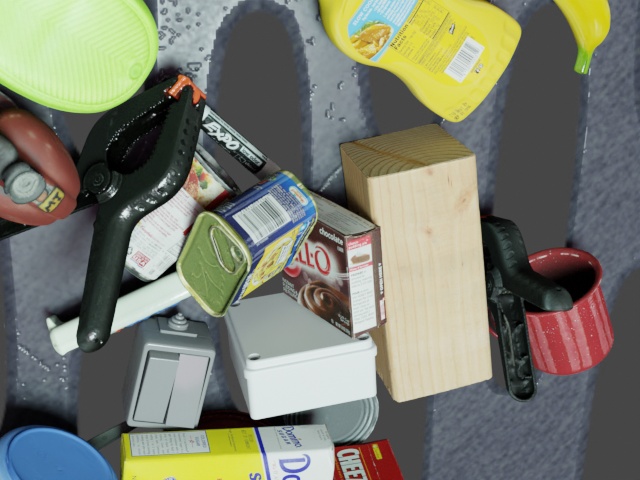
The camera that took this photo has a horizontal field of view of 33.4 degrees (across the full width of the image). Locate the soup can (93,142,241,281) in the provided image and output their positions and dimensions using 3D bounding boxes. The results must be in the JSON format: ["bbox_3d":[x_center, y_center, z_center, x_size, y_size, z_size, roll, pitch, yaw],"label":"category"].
[{"bbox_3d":[-0.120,-0.025,0.843,0.102,0.068,0.068,-42,116,5],"label":"soup can"}]

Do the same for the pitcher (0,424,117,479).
[{"bbox_3d":[-0.267,0.273,0.865,0.144,0.149,0.243,22,113,-26],"label":"pitcher"}]

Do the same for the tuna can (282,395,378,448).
[{"bbox_3d":[0.007,0.151,0.969,0.086,0.034,0.086,-5,113,-13],"label":"tuna can"}]

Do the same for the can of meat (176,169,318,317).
[{"bbox_3d":[-0.055,0.001,0.829,0.083,0.057,0.102,-34,166,-36],"label":"can of meat"}]

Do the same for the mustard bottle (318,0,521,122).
[{"bbox_3d":[0.058,-0.177,0.831,0.191,0.058,0.096,29,105,-24],"label":"mustard bottle"}]

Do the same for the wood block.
[{"bbox_3d":[0.081,0.019,0.902,0.090,0.091,0.206,-13,115,-9],"label":"wood block"}]

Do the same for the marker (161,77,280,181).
[{"bbox_3d":[-0.081,-0.088,0.854,0.121,0.020,0.020,40,98,-25],"label":"marker"}]

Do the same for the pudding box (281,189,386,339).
[{"bbox_3d":[0.007,0.016,0.868,0.039,0.114,0.090,-20,118,-29],"label":"pudding box"}]

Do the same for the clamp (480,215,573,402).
[{"bbox_3d":[0.157,0.047,0.895,0.039,0.171,0.120,4,123,-16],"label":"clamp"}]

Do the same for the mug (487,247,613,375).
[{"bbox_3d":[0.204,0.068,0.963,0.117,0.093,0.081,-10,124,23],"label":"mug"}]

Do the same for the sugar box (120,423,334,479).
[{"bbox_3d":[-0.079,0.207,0.899,0.176,0.048,0.093,0,116,-12],"label":"sugar box"}]

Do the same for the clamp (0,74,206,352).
[{"bbox_3d":[-0.154,-0.029,0.798,0.210,0.165,0.036,-46,150,2],"label":"clamp"}]
